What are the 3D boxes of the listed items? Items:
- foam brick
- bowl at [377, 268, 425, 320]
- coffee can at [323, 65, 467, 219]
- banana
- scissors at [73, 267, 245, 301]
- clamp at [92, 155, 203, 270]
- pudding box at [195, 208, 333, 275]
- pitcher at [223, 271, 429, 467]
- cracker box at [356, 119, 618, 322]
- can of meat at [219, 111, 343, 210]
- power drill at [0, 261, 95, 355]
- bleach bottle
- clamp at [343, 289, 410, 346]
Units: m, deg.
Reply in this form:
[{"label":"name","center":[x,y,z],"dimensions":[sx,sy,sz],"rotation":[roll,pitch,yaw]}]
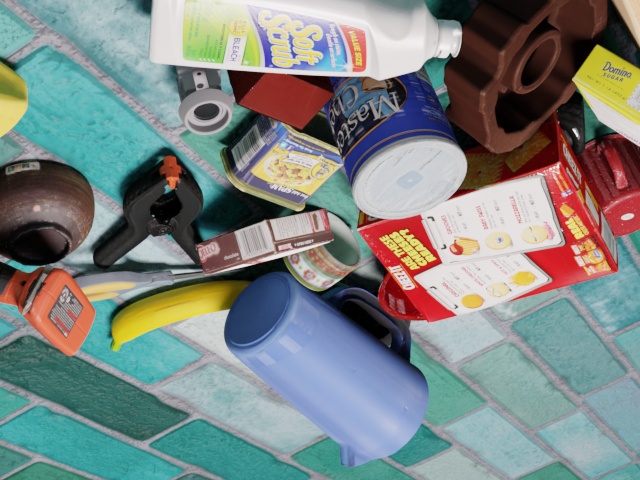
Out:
[{"label":"foam brick","center":[-0.036,-0.142,0.945],"dimensions":[0.078,0.053,0.051],"rotation":[18,132,-39]},{"label":"bowl","center":[0.138,0.026,1.241],"dimensions":[0.162,0.055,0.162],"rotation":[-11,144,-8]},{"label":"coffee can","center":[0.061,-0.105,0.960],"dimensions":[0.102,0.140,0.103],"rotation":[-11,144,-8]},{"label":"banana","center":[-0.157,0.076,1.208],"dimensions":[0.198,0.037,0.069],"rotation":[-17,164,3]},{"label":"scissors","center":[-0.187,0.047,1.164],"dimensions":[0.201,0.016,0.096],"rotation":[-2,165,-42]},{"label":"clamp","center":[-0.153,-0.021,1.075],"dimensions":[0.120,0.039,0.172],"rotation":[-3,150,-30]},{"label":"pudding box","center":[-0.057,0.001,1.087],"dimensions":[0.114,0.039,0.089],"rotation":[-15,180,43]},{"label":"pitcher","center":[0.009,0.131,1.217],"dimensions":[0.145,0.149,0.242],"rotation":[-36,126,16]},{"label":"cracker box","center":[0.169,-0.014,1.076],"dimensions":[0.214,0.072,0.164],"rotation":[-18,131,26]},{"label":"can of meat","center":[-0.030,-0.084,1.023],"dimensions":[0.101,0.057,0.084],"rotation":[19,129,-41]},{"label":"power drill","center":[-0.312,0.049,1.011],"dimensions":[0.188,0.057,0.184],"rotation":[16,158,15]},{"label":"bleach bottle","center":[-0.009,-0.179,0.855],"dimensions":[0.250,0.068,0.103],"rotation":[4,142,-9]},{"label":"clamp","center":[0.042,0.126,1.352],"dimensions":[0.164,0.036,0.210],"rotation":[6,136,-26]}]
